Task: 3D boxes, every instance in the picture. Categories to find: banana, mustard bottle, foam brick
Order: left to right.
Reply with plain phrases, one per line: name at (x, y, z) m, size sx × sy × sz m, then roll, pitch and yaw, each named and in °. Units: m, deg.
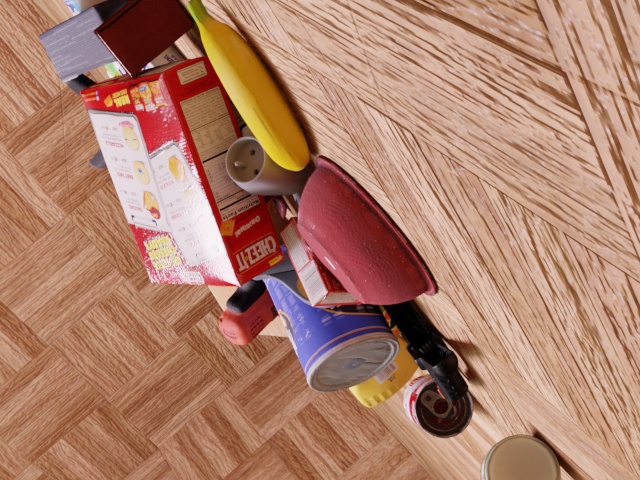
foam brick at (-0.165, -0.198, 0.993) m, size 0.051 × 0.078 × 0.053 m, roll 51°, pitch 176°, yaw -19°
banana at (-0.047, -0.114, 0.883) m, size 0.069 × 0.037 × 0.197 m, roll -106°, pitch -12°, yaw -46°
mustard bottle at (0.039, 0.114, 1.334) m, size 0.191 × 0.096 × 0.058 m, roll 52°, pitch 174°, yaw -25°

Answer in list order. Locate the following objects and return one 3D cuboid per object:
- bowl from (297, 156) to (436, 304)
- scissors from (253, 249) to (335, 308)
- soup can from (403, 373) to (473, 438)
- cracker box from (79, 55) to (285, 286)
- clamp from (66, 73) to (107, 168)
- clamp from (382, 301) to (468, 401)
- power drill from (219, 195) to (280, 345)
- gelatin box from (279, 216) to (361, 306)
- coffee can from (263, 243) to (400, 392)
bowl at (0.029, 0.004, 0.946) m, size 0.162 × 0.055 × 0.162 m, roll 49°, pitch 174°, yaw 7°
scissors at (-0.053, 0.045, 1.094) m, size 0.016 × 0.202 × 0.096 m, roll 55°, pitch -164°, yaw -60°
soup can at (0.138, 0.195, 1.265) m, size 0.068 × 0.068 × 0.102 m, roll 49°, pitch 175°, yaw 0°
cracker box at (-0.136, -0.066, 1.050) m, size 0.164 × 0.072 × 0.213 m, roll 0°, pitch 114°, yaw 50°
clamp at (-0.235, -0.147, 1.257) m, size 0.172 × 0.039 × 0.120 m, roll -4°, pitch 117°, yaw 40°
clamp at (0.112, 0.115, 1.081) m, size 0.165 × 0.036 × 0.210 m, roll 54°, pitch 179°, yaw 44°
power drill at (-0.058, 0.001, 1.202) m, size 0.057 × 0.184 × 0.187 m, roll 17°, pitch 137°, yaw 32°
gelatin box at (0.010, 0.019, 1.025) m, size 0.073 × 0.030 × 0.089 m, roll 1°, pitch -126°, yaw -42°
coffee can at (0.009, 0.074, 1.129) m, size 0.140 × 0.103 × 0.102 m, roll 64°, pitch -178°, yaw 30°
